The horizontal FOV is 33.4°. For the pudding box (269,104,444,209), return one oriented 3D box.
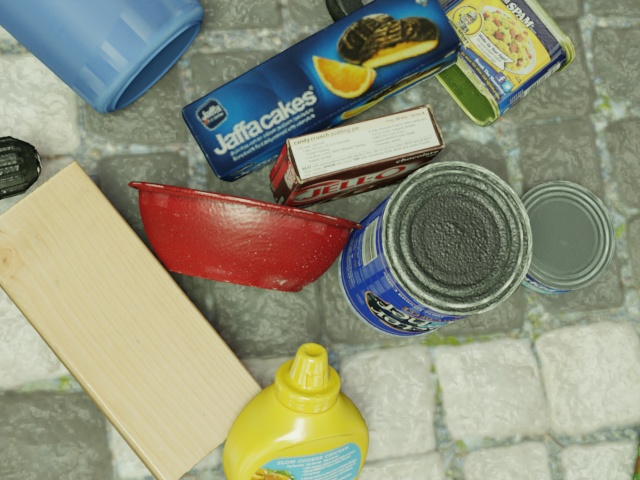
[{"bbox_3d":[0.024,-0.058,0.783,0.113,0.090,0.039,-17,82,-13],"label":"pudding box"}]

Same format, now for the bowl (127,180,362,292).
[{"bbox_3d":[-0.055,0.001,0.727,0.162,0.162,0.055,10,89,-8],"label":"bowl"}]

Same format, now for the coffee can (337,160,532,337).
[{"bbox_3d":[0.076,0.011,0.753,0.102,0.140,0.103,2,79,-10],"label":"coffee can"}]

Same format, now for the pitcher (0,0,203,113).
[{"bbox_3d":[-0.196,-0.215,0.763,0.149,0.145,0.243,-45,93,-1],"label":"pitcher"}]

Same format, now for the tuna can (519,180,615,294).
[{"bbox_3d":[0.182,-0.001,0.830,0.086,0.034,0.086,2,79,-10],"label":"tuna can"}]

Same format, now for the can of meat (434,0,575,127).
[{"bbox_3d":[0.133,-0.152,0.839,0.084,0.057,0.102,-39,87,-12],"label":"can of meat"}]

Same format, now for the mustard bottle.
[{"bbox_3d":[-0.018,0.148,0.694,0.096,0.058,0.192,-6,125,-23],"label":"mustard bottle"}]

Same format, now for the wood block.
[{"bbox_3d":[-0.137,0.061,0.732,0.090,0.090,0.206,-39,88,-15],"label":"wood block"}]
